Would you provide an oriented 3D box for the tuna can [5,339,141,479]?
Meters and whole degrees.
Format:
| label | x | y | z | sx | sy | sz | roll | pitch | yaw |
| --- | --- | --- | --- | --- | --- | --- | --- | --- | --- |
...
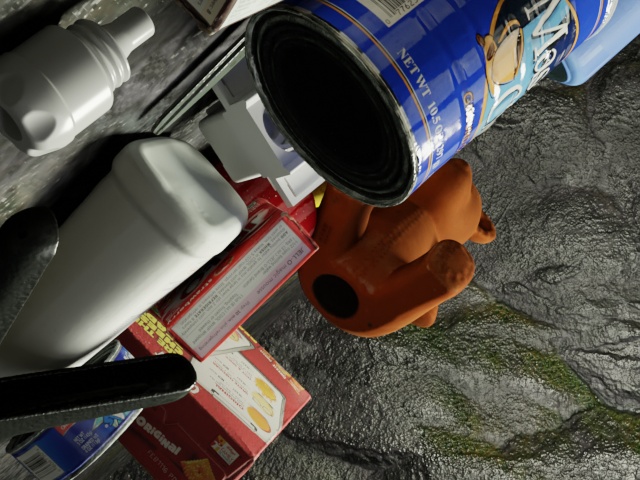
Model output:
| label | x | y | z | sx | sy | sz | roll | pitch | yaw |
| --- | --- | --- | --- | --- | --- | --- | --- | --- | --- |
| tuna can | -0.134 | 0.098 | 0.600 | 0.086 | 0.033 | 0.086 | -41 | -170 | 9 |

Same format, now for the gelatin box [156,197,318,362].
| label | x | y | z | sx | sy | sz | roll | pitch | yaw |
| --- | --- | --- | --- | --- | --- | --- | --- | --- | --- |
| gelatin box | -0.048 | 0.018 | 0.584 | 0.089 | 0.030 | 0.073 | -45 | -164 | -3 |

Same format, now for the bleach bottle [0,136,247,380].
| label | x | y | z | sx | sy | sz | roll | pitch | yaw |
| --- | --- | --- | --- | --- | --- | --- | --- | --- | --- |
| bleach bottle | -0.152 | 0.052 | 0.568 | 0.251 | 0.068 | 0.102 | -42 | 180 | 13 |

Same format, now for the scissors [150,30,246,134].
| label | x | y | z | sx | sy | sz | roll | pitch | yaw |
| --- | --- | --- | --- | --- | --- | --- | --- | --- | --- |
| scissors | -0.004 | -0.128 | 0.491 | 0.201 | 0.016 | 0.096 | -42 | 174 | -12 |

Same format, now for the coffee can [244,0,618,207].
| label | x | y | z | sx | sy | sz | roll | pitch | yaw |
| --- | --- | --- | --- | --- | --- | --- | --- | --- | --- |
| coffee can | 0.051 | -0.097 | 0.481 | 0.140 | 0.103 | 0.103 | -41 | 175 | -22 |

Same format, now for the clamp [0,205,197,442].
| label | x | y | z | sx | sy | sz | roll | pitch | yaw |
| --- | --- | --- | --- | --- | --- | --- | --- | --- | --- |
| clamp | -0.172 | 0.069 | 0.481 | 0.210 | 0.036 | 0.164 | -25 | 144 | -6 |

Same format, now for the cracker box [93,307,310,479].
| label | x | y | z | sx | sy | sz | roll | pitch | yaw |
| --- | --- | --- | --- | --- | --- | --- | --- | --- | --- |
| cracker box | -0.104 | 0.105 | 0.819 | 0.072 | 0.164 | 0.213 | -46 | 175 | 9 |
